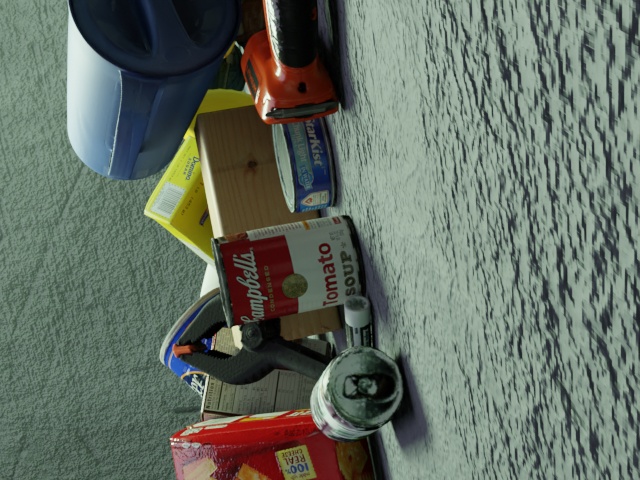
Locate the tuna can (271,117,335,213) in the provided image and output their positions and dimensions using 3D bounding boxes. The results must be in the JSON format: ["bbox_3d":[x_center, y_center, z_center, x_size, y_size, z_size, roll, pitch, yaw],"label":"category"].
[{"bbox_3d":[-0.014,-0.065,0.845,0.086,0.033,0.086,169,90,-82],"label":"tuna can"}]

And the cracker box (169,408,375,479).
[{"bbox_3d":[-0.030,0.255,0.905,0.072,0.164,0.214,-9,-91,-62],"label":"cracker box"}]

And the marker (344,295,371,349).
[{"bbox_3d":[0.030,0.093,0.801,0.020,0.020,0.121,-111,13,-51],"label":"marker"}]

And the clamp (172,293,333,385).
[{"bbox_3d":[-0.041,0.083,0.872,0.039,0.172,0.120,10,-121,-58],"label":"clamp"}]

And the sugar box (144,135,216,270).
[{"bbox_3d":[-0.107,-0.027,1.128,0.048,0.093,0.176,24,169,33],"label":"sugar box"}]

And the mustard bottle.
[{"bbox_3d":[-0.105,-0.124,1.167,0.192,0.096,0.058,179,95,-82],"label":"mustard bottle"}]

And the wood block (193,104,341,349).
[{"bbox_3d":[-0.049,-0.013,0.959,0.090,0.090,0.206,157,103,-81],"label":"wood block"}]

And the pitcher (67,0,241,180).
[{"bbox_3d":[-0.158,-0.135,0.914,0.145,0.149,0.243,51,155,6],"label":"pitcher"}]

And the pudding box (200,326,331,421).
[{"bbox_3d":[-0.050,0.132,0.997,0.039,0.113,0.090,92,-175,-60],"label":"pudding box"}]

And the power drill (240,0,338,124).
[{"bbox_3d":[-0.031,-0.188,0.719,0.184,0.057,0.188,-111,13,-51],"label":"power drill"}]

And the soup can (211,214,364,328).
[{"bbox_3d":[-0.025,0.022,0.791,0.068,0.102,0.068,169,90,-82],"label":"soup can"}]

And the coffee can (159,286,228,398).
[{"bbox_3d":[-0.077,0.129,1.079,0.140,0.102,0.103,39,158,17],"label":"coffee can"}]
